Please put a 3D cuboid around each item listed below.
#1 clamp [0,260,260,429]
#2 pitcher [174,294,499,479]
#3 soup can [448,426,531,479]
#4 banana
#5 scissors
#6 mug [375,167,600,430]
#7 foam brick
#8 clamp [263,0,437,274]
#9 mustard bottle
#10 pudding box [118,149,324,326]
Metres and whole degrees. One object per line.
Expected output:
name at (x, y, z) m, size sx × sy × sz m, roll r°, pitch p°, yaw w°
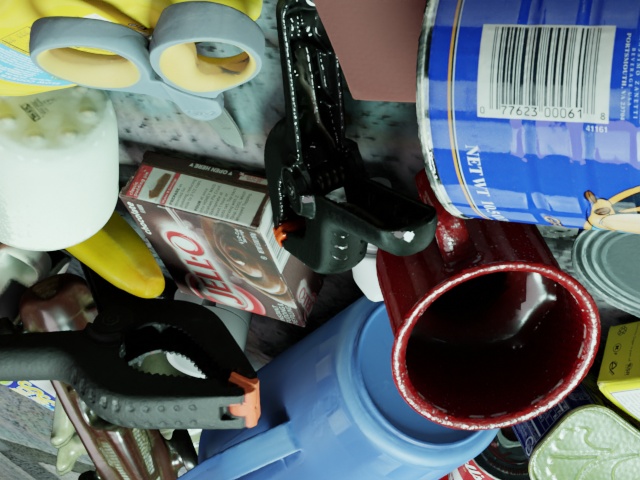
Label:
clamp at (-0.131, 0.063, 0.621) m, size 0.210 × 0.164 × 0.036 m, roll 24°, pitch 134°, yaw 30°
pitcher at (0.007, 0.120, 0.678) m, size 0.145 × 0.149 × 0.243 m, roll 29°, pitch 149°, yaw -9°
soup can at (0.122, 0.143, 0.704) m, size 0.068 × 0.068 × 0.102 m, roll 18°, pitch 152°, yaw 10°
banana at (-0.172, -0.027, 0.636) m, size 0.198 × 0.037 × 0.069 m, roll 34°, pitch -166°, yaw -1°
scissors at (-0.070, -0.064, 0.459) m, size 0.096 × 0.016 × 0.202 m, roll 2°, pitch 172°, yaw -10°
mug at (0.066, 0.017, 0.488) m, size 0.093 × 0.081 × 0.117 m, roll -24°, pitch 123°, yaw 7°
foam brick at (0.031, -0.093, 0.380) m, size 0.053 × 0.051 × 0.078 m, roll 8°, pitch 149°, yaw 26°
clamp at (0.007, -0.022, 0.483) m, size 0.039 × 0.120 × 0.171 m, roll -16°, pitch 158°, yaw -11°
mustard bottle at (-0.118, -0.101, 0.464) m, size 0.096 × 0.058 × 0.192 m, roll 9°, pitch 168°, yaw -42°
pudding box at (-0.054, 0.001, 0.622) m, size 0.090 × 0.039 × 0.113 m, roll 13°, pitch 150°, yaw 22°
